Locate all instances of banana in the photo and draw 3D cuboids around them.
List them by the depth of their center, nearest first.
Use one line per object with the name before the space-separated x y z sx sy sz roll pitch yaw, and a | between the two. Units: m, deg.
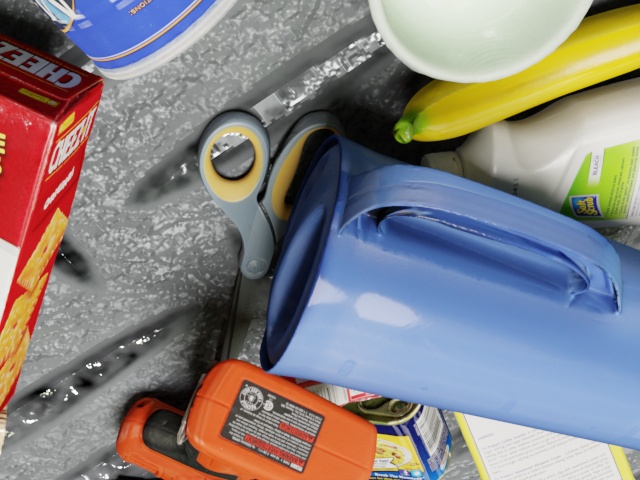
banana | 0.125 -0.092 0.594 0.197 0.070 0.037 -23 114 -6

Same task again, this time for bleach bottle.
bleach bottle | 0.186 -0.057 0.639 0.250 0.068 0.102 -6 125 -6

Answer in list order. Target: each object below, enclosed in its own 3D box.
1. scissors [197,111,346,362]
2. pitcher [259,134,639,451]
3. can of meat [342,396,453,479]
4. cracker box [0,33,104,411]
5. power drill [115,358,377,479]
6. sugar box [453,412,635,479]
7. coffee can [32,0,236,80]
scissors | -0.054 0.001 0.652 0.096 0.016 0.202 20 118 -24
pitcher | 0.098 0.034 0.582 0.242 0.149 0.145 16 107 -10
can of meat | 0.033 0.120 0.717 0.102 0.057 0.084 0 136 26
cracker box | -0.218 -0.014 0.539 0.164 0.072 0.214 24 120 -1
power drill | -0.031 0.140 0.660 0.184 0.057 0.188 24 155 -8
sugar box | 0.125 0.088 0.689 0.093 0.048 0.176 -21 92 4
coffee can | -0.106 -0.155 0.469 0.103 0.103 0.140 -35 126 13
